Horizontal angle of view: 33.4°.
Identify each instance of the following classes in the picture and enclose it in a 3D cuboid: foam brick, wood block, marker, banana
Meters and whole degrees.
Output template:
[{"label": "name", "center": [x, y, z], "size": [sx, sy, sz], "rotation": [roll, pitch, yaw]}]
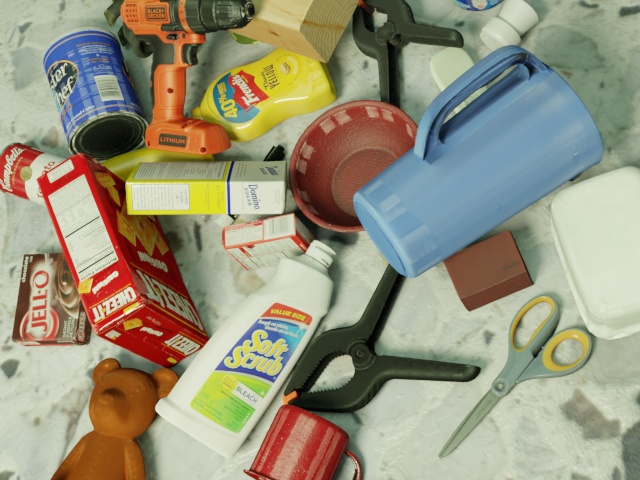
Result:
[{"label": "foam brick", "center": [0.178, 0.033, 1.130], "size": [0.078, 0.051, 0.053], "rotation": [-23, 65, 10]}, {"label": "wood block", "center": [-0.073, -0.291, 1.253], "size": [0.206, 0.090, 0.090], "rotation": [23, 83, 27]}, {"label": "marker", "center": [-0.083, -0.065, 1.275], "size": [0.020, 0.020, 0.121], "rotation": [35, 84, 27]}, {"label": "banana", "center": [-0.212, -0.091, 1.307], "size": [0.198, 0.037, 0.069], "rotation": [-8, 24, 14]}]

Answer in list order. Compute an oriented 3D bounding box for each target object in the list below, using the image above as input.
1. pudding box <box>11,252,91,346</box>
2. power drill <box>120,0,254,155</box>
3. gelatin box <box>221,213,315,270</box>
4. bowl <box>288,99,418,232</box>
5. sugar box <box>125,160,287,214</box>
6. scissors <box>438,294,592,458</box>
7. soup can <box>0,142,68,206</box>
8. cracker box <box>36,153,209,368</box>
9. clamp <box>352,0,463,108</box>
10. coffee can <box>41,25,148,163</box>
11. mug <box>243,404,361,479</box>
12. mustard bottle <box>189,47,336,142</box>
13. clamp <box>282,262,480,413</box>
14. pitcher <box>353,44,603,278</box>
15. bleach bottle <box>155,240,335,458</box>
[{"label": "pudding box", "center": [-0.321, 0.072, 1.294], "size": [0.090, 0.039, 0.113], "rotation": [-3, 69, 18]}, {"label": "power drill", "center": [-0.147, -0.196, 1.228], "size": [0.185, 0.057, 0.188], "rotation": [9, 108, 36]}, {"label": "gelatin box", "center": [-0.058, 0.002, 1.211], "size": [0.089, 0.073, 0.030], "rotation": [-11, 66, 16]}, {"label": "bowl", "center": [0.048, -0.076, 1.214], "size": [0.162, 0.055, 0.162], "rotation": [-7, 68, 17]}, {"label": "sugar box", "center": [-0.126, -0.060, 1.215], "size": [0.176, 0.093, 0.048], "rotation": [2, 109, 0]}, {"label": "scissors", "center": [0.206, 0.152, 1.094], "size": [0.096, 0.016, 0.201], "rotation": [23, 79, 25]}, {"label": "soup can", "center": [-0.350, -0.079, 1.346], "size": [0.102, 0.068, 0.068], "rotation": [18, 77, 23]}, {"label": "cracker box", "center": [-0.220, 0.023, 1.208], "size": [0.072, 0.164, 0.214], "rotation": [-32, 63, 8]}, {"label": "clamp", "center": [0.082, -0.230, 1.264], "size": [0.120, 0.039, 0.172], "rotation": [-48, 49, 5]}, {"label": "coffee can", "center": [-0.284, -0.183, 1.343], "size": [0.103, 0.102, 0.140], "rotation": [-27, 64, 8]}, {"label": "mug", "center": [-0.011, 0.228, 1.107], "size": [0.117, 0.093, 0.081], "rotation": [27, 74, -4]}, {"label": "mustard bottle", "center": [-0.082, -0.172, 1.294], "size": [0.192, 0.058, 0.096], "rotation": [-24, 63, 9]}, {"label": "clamp", "center": [0.057, 0.129, 1.142], "size": [0.210, 0.036, 0.165], "rotation": [-38, 62, 4]}, {"label": "pitcher", "center": [0.154, -0.077, 1.097], "size": [0.242, 0.145, 0.149], "rotation": [-35, 84, -6]}, {"label": "bleach bottle", "center": [-0.069, 0.106, 1.165], "size": [0.102, 0.068, 0.250], "rotation": [36, 81, -17]}]
